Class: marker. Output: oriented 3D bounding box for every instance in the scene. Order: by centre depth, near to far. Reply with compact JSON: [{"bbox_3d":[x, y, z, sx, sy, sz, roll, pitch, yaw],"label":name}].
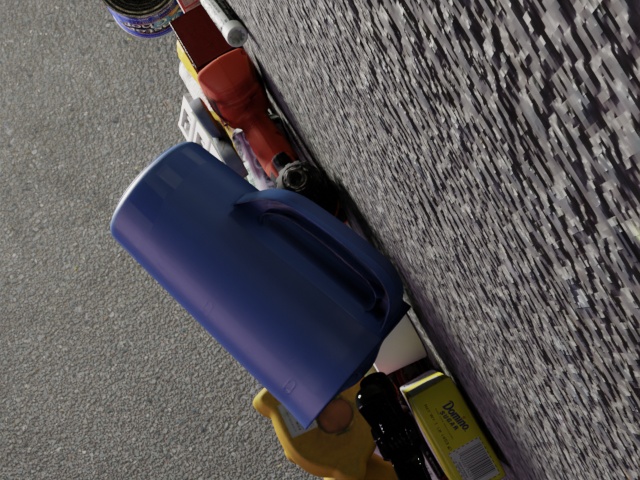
[{"bbox_3d":[-0.090,-0.203,0.941,0.020,0.020,0.121,61,177,-39],"label":"marker"}]

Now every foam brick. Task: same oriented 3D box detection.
[{"bbox_3d":[-0.112,-0.197,1.095,0.078,0.051,0.053,58,177,33],"label":"foam brick"}]

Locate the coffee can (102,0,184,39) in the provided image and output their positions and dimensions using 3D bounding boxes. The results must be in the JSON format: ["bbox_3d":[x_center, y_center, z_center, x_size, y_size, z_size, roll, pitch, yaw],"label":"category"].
[{"bbox_3d":[-0.218,-0.311,1.313,0.103,0.103,0.140,60,178,-2],"label":"coffee can"}]

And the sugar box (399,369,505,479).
[{"bbox_3d":[0.111,0.163,0.931,0.093,0.048,0.176,61,-179,4],"label":"sugar box"}]

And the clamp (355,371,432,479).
[{"bbox_3d":[0.068,0.174,0.888,0.210,0.036,0.164,-95,-20,-85],"label":"clamp"}]

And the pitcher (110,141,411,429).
[{"bbox_3d":[-0.049,0.024,0.881,0.243,0.149,0.145,41,-179,6],"label":"pitcher"}]

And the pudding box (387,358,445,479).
[{"bbox_3d":[0.094,0.175,1.056,0.113,0.039,0.089,61,-146,-4],"label":"pudding box"}]

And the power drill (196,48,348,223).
[{"bbox_3d":[-0.043,-0.082,0.980,0.188,0.057,0.184,59,178,17],"label":"power drill"}]

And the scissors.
[{"bbox_3d":[-0.113,-0.123,1.071,0.096,0.016,0.202,57,180,-34],"label":"scissors"}]
